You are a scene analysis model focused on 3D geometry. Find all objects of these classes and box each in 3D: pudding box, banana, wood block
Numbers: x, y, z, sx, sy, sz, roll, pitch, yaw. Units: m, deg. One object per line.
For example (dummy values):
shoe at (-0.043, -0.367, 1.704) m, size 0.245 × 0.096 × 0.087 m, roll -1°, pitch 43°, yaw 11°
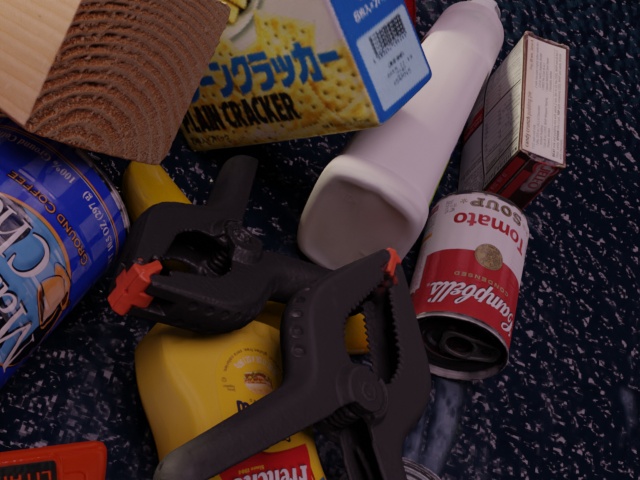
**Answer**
pudding box at (0.132, -0.073, 0.735) m, size 0.039 × 0.090 × 0.113 m, roll 19°, pitch 55°, yaw -14°
banana at (-0.050, 0.011, 0.630) m, size 0.198 × 0.037 × 0.069 m, roll 42°, pitch 53°, yaw 2°
wood block at (-0.157, -0.127, 0.557) m, size 0.206 × 0.091 × 0.090 m, roll 33°, pitch 12°, yaw 35°

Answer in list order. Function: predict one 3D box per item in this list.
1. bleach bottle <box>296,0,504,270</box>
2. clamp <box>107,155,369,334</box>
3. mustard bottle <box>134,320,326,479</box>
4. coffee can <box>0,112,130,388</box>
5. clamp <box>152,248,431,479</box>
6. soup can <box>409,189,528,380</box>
bleach bottle at (0.070, -0.088, 0.706) m, size 0.068 × 0.103 × 0.250 m, roll 31°, pitch 53°, yaw 1°
clamp at (-0.054, 0.001, 0.575) m, size 0.120 × 0.039 × 0.171 m, roll 47°, pitch 27°, yaw 24°
mustard bottle at (-0.036, 0.129, 0.528) m, size 0.096 × 0.058 × 0.191 m, roll 19°, pitch 41°, yaw -36°
coffee can at (-0.175, 0.018, 0.524) m, size 0.103 × 0.103 × 0.140 m, roll 37°, pitch 52°, yaw -1°
clamp at (0.018, 0.091, 0.528) m, size 0.164 × 0.036 × 0.209 m, roll 44°, pitch 40°, yaw -16°
soup can at (0.092, 0.027, 0.670) m, size 0.068 × 0.069 × 0.102 m, roll 26°, pitch 53°, yaw -10°
